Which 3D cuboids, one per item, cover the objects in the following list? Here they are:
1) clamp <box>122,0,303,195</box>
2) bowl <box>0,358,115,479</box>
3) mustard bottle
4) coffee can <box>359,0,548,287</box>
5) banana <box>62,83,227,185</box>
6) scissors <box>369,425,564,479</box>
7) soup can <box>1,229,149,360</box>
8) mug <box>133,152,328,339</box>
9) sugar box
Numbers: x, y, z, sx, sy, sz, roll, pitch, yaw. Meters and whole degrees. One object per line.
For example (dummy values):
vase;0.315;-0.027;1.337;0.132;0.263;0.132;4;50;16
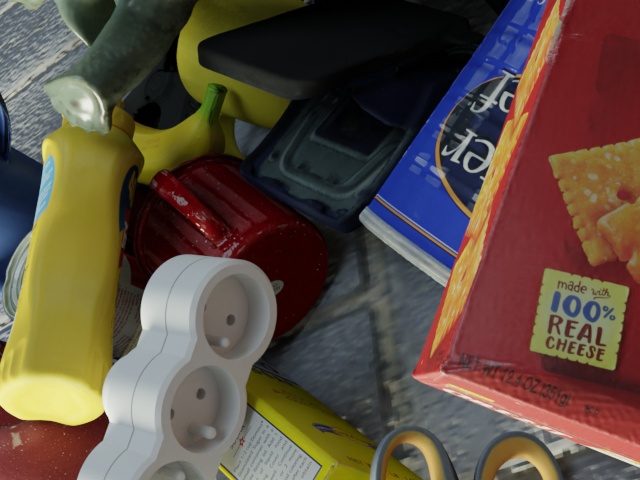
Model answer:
clamp;-0.110;-0.113;0.782;0.165;0.036;0.210;32;93;48
bowl;-0.174;0.110;0.640;0.162;0.055;0.162;-12;24;5
mustard bottle;-0.132;-0.002;0.585;0.096;0.058;0.191;122;154;-64
coffee can;0.098;-0.039;0.488;0.140;0.102;0.103;-56;42;6
banana;-0.120;-0.072;0.713;0.198;0.037;0.069;11;98;45
scissors;0.083;0.168;0.446;0.202;0.096;0.016;68;161;12
soup can;-0.142;0.037;0.683;0.069;0.102;0.068;-23;54;35
mug;-0.054;0.001;0.611;0.093;0.117;0.082;-46;46;-8
sugar box;-0.023;0.096;0.542;0.176;0.093;0.048;33;92;48
